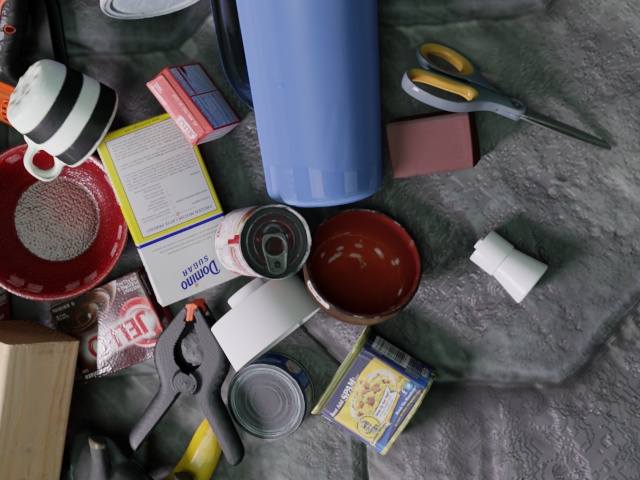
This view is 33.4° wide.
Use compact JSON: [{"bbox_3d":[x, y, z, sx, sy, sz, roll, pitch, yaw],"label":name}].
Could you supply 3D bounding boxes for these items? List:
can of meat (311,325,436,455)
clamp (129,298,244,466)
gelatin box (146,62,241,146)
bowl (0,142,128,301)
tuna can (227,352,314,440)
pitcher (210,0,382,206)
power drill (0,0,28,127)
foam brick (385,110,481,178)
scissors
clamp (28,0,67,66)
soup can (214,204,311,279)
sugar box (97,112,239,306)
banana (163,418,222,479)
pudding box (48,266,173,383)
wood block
[{"bbox_3d":[0.054,0.148,1.050,0.084,0.057,0.102,33,109,3],"label":"can of meat"},{"bbox_3d":[-0.141,0.145,1.078,0.120,0.039,0.171,-3,95,6],"label":"clamp"},{"bbox_3d":[-0.119,-0.130,1.014,0.030,0.089,0.073,-36,92,19],"label":"gelatin box"},{"bbox_3d":[-0.273,-0.021,1.084,0.162,0.055,0.162,0,93,-4],"label":"bowl"},{"bbox_3d":[-0.052,0.160,1.092,0.086,0.033,0.086,3,103,14],"label":"tuna can"},{"bbox_3d":[-0.015,-0.159,0.968,0.145,0.149,0.243,-8,105,-10],"label":"pitcher"},{"bbox_3d":[-0.340,-0.214,1.048,0.184,0.057,0.188,23,125,17],"label":"power drill"},{"bbox_3d":[0.105,-0.091,0.983,0.078,0.053,0.051,-7,101,17],"label":"foam brick"},{"bbox_3d":[0.165,-0.133,0.968,0.201,0.096,0.016,10,134,-18],"label":"scissors"},{"bbox_3d":[-0.273,-0.246,1.057,0.210,0.036,0.165,42,111,1],"label":"clamp"},{"bbox_3d":[-0.057,0.001,1.000,0.068,0.102,0.068,0,90,-19],"label":"soup can"},{"bbox_3d":[-0.148,-0.033,1.051,0.093,0.048,0.176,-21,99,-11],"label":"sugar box"},{"bbox_3d":[-0.165,0.259,1.144,0.198,0.037,0.069,-36,92,19],"label":"banana"},{"bbox_3d":[-0.213,0.087,1.116,0.114,0.039,0.090,-22,97,19],"label":"pudding box"},{"bbox_3d":[-0.321,0.192,1.093,0.091,0.090,0.206,16,99,40],"label":"wood block"}]
